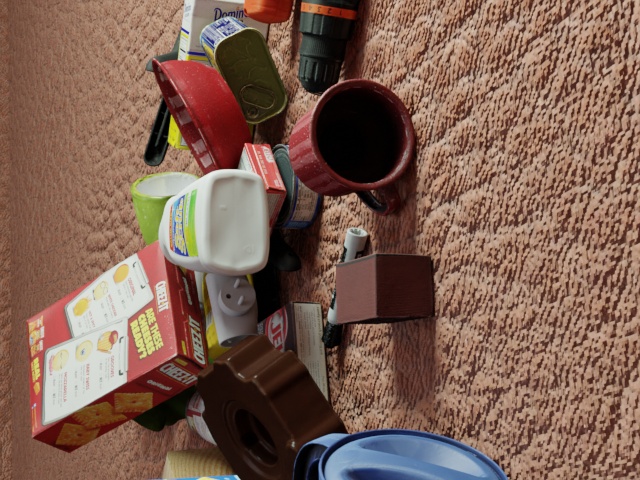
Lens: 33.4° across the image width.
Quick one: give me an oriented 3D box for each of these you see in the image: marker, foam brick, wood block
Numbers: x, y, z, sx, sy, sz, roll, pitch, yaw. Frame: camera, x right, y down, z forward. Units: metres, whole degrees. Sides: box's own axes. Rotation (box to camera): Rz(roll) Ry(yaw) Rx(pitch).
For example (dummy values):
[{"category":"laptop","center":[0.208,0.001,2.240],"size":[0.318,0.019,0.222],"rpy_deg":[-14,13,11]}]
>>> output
[{"category":"marker","center":[0.021,0.046,0.981],"size":[0.020,0.020,0.121],"rpy_deg":[-128,45,-55]},{"category":"foam brick","center":[0.051,0.041,0.872],"size":[0.078,0.052,0.051],"rpy_deg":[160,110,-66]},{"category":"wood block","center":[-0.137,0.341,1.215],"size":[0.090,0.090,0.206],"rpy_deg":[-118,34,-49]}]

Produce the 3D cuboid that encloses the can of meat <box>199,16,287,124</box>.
[{"category":"can of meat","center":[-0.085,-0.187,1.158],"size":[0.102,0.057,0.084],"rpy_deg":[66,171,-29]}]

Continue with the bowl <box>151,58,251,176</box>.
[{"category":"bowl","center":[-0.118,-0.130,1.130],"size":[0.162,0.055,0.162],"rpy_deg":[58,170,17]}]

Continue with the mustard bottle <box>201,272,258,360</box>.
[{"category":"mustard bottle","center":[-0.109,0.035,1.227],"size":[0.096,0.058,0.191],"rpy_deg":[126,139,-61]}]

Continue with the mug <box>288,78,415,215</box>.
[{"category":"mug","center":[0.029,-0.072,0.907],"size":[0.117,0.093,0.082],"rpy_deg":[55,161,-6]}]

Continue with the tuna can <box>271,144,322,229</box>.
[{"category":"tuna can","center":[-0.029,-0.054,1.083],"size":[0.086,0.033,0.086],"rpy_deg":[-178,90,-66]}]

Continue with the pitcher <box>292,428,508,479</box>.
[{"category":"pitcher","center":[0.046,0.265,0.775],"size":[0.149,0.145,0.243],"rpy_deg":[-95,11,-72]}]

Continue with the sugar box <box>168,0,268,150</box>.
[{"category":"sugar box","center":[-0.117,-0.189,1.222],"size":[0.048,0.093,0.176],"rpy_deg":[-142,58,-63]}]

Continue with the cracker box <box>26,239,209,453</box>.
[{"category":"cracker box","center":[-0.235,0.123,1.224],"size":[0.214,0.072,0.164],"rpy_deg":[-30,50,19]}]

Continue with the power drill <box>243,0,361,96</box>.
[{"category":"power drill","center":[-0.016,-0.243,1.045],"size":[0.188,0.057,0.184],"rpy_deg":[31,113,60]}]

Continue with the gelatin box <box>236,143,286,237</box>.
[{"category":"gelatin box","center":[-0.066,-0.042,1.084],"size":[0.073,0.030,0.089],"rpy_deg":[-111,32,-42]}]

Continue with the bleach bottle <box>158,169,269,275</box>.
[{"category":"bleach bottle","center":[-0.122,-0.007,1.094],"size":[0.251,0.068,0.102],"rpy_deg":[164,106,-68]}]

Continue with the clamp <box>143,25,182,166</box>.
[{"category":"clamp","center":[-0.170,-0.214,1.297],"size":[0.165,0.036,0.210],"rpy_deg":[103,-175,-57]}]

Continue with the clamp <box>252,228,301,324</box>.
[{"category":"clamp","center":[-0.057,0.001,1.138],"size":[0.120,0.039,0.171],"rpy_deg":[-56,43,49]}]

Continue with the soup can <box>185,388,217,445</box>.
[{"category":"soup can","center":[-0.104,0.196,1.191],"size":[0.102,0.068,0.068],"rpy_deg":[176,95,-66]}]

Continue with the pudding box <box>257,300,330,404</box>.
[{"category":"pudding box","center":[-0.028,0.125,1.061],"size":[0.090,0.039,0.113],"rpy_deg":[142,126,-59]}]
